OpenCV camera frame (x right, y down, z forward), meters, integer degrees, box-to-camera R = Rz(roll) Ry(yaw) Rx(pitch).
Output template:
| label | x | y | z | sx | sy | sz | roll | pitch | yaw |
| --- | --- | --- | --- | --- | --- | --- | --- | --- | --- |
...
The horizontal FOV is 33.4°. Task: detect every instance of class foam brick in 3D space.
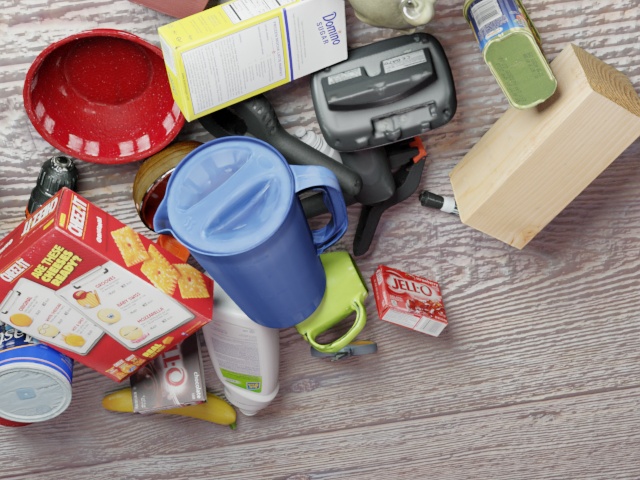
| label | x | y | z | sx | sy | sz | roll | pitch | yaw |
| --- | --- | --- | --- | --- | --- | --- | --- | --- | --- |
| foam brick | -0.141 | -0.247 | 0.994 | 0.078 | 0.053 | 0.051 | 16 | 129 | -20 |

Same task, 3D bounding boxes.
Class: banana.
| label | x | y | z | sx | sy | sz | roll | pitch | yaw |
| --- | --- | --- | --- | --- | --- | --- | --- | --- | --- |
| banana | -0.194 | 0.227 | 1.452 | 0.197 | 0.037 | 0.070 | 16 | 129 | -21 |

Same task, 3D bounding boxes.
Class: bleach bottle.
| label | x | y | z | sx | sy | sz | roll | pitch | yaw |
| --- | --- | --- | --- | --- | --- | --- | --- | --- | --- |
| bleach bottle | -0.103 | 0.143 | 1.363 | 0.102 | 0.068 | 0.251 | 15 | 141 | 11 |

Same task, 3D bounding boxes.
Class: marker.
| label | x | y | z | sx | sy | sz | roll | pitch | yaw |
| --- | --- | --- | --- | --- | --- | --- | --- | --- | --- |
| marker | 0.170 | -0.036 | 1.261 | 0.121 | 0.020 | 0.020 | 14 | 130 | -20 |

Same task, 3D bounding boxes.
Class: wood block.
| label | x | y | z | sx | sy | sz | roll | pitch | yaw |
| --- | --- | --- | --- | --- | --- | --- | --- | --- | --- |
| wood block | 0.244 | -0.099 | 1.162 | 0.090 | 0.090 | 0.206 | 22 | 127 | -26 |

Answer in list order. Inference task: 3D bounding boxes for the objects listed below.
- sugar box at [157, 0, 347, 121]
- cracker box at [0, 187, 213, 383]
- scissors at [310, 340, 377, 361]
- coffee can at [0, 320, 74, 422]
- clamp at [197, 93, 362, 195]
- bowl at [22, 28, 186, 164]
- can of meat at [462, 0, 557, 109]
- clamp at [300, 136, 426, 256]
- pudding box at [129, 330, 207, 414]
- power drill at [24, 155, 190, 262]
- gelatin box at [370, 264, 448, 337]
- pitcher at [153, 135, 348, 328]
| label | x | y | z | sx | sy | sz | roll | pitch | yaw |
| --- | --- | --- | --- | --- | --- | --- | --- | --- | --- |
| sugar box | -0.061 | -0.189 | 1.024 | 0.176 | 0.048 | 0.093 | -25 | 144 | -16 |
| cracker box | -0.250 | 0.054 | 1.179 | 0.164 | 0.072 | 0.213 | -34 | 127 | 29 |
| scissors | 0.012 | 0.141 | 1.335 | 0.096 | 0.016 | 0.201 | -5 | 178 | 22 |
| coffee can | -0.343 | 0.129 | 1.266 | 0.102 | 0.140 | 0.103 | -4 | 134 | -4 |
| clamp | -0.059 | -0.108 | 1.114 | 0.165 | 0.036 | 0.210 | -1 | 139 | 41 |
| bowl | -0.213 | -0.155 | 1.070 | 0.162 | 0.055 | 0.162 | -4 | 134 | -4 |
| can of meat | 0.191 | -0.193 | 1.069 | 0.057 | 0.084 | 0.102 | -27 | 131 | 17 |
| clamp | 0.061 | -0.049 | 1.222 | 0.172 | 0.039 | 0.120 | -34 | 139 | 20 |
| pudding box | -0.193 | 0.154 | 1.333 | 0.090 | 0.113 | 0.039 | -10 | 168 | 2 |
| power drill | -0.240 | -0.010 | 1.207 | 0.187 | 0.057 | 0.185 | 13 | 135 | -15 |
| gelatin box | 0.110 | 0.074 | 1.321 | 0.089 | 0.073 | 0.030 | 19 | 127 | -23 |
| pitcher | -0.057 | 0.001 | 1.140 | 0.149 | 0.145 | 0.242 | 25 | 163 | 23 |
